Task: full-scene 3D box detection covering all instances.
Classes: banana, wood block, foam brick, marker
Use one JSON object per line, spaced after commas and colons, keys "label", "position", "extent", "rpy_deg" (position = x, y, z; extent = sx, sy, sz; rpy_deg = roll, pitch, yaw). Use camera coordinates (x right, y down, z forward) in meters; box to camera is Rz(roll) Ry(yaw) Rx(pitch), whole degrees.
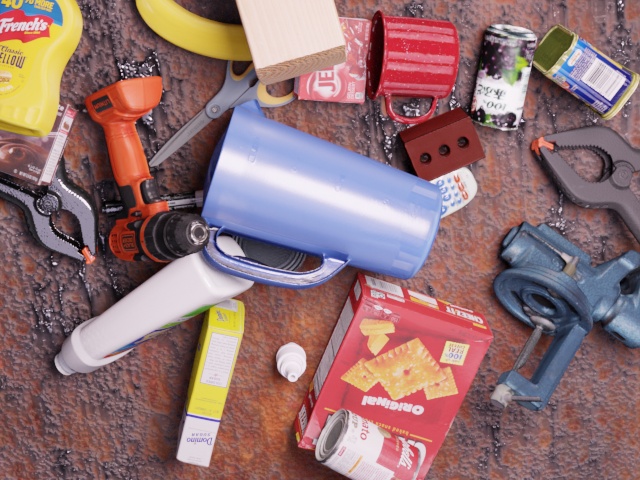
{"label": "banana", "position": [-0.112, -0.222, 1.103], "extent": [0.198, 0.037, 0.070], "rpy_deg": [21, 123, 0]}
{"label": "wood block", "position": [-0.045, -0.267, 1.039], "extent": [0.091, 0.090, 0.206], "rpy_deg": [-16, 88, 2]}
{"label": "foam brick", "position": [0.132, -0.105, 1.168], "extent": [0.078, 0.051, 0.053], "rpy_deg": [-24, 110, 5]}
{"label": "marker", "position": [-0.183, -0.041, 1.189], "extent": [0.121, 0.020, 0.020], "rpy_deg": [-7, 111, -1]}

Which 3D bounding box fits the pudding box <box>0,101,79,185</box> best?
{"label": "pudding box", "position": [-0.322, -0.116, 1.116], "extent": [0.113, 0.039, 0.090], "rpy_deg": [20, 91, 6]}

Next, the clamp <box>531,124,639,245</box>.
{"label": "clamp", "position": [0.339, -0.078, 1.189], "extent": [0.210, 0.036, 0.164], "rpy_deg": [28, 83, -4]}

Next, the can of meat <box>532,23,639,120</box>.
{"label": "can of meat", "position": [0.275, -0.180, 1.124], "extent": [0.084, 0.102, 0.057], "rpy_deg": [32, 105, -12]}

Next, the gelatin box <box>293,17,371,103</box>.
{"label": "gelatin box", "position": [0.012, -0.192, 1.131], "extent": [0.073, 0.030, 0.089], "rpy_deg": [2, 104, -13]}

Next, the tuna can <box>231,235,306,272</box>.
{"label": "tuna can", "position": [-0.058, 0.001, 1.205], "extent": [0.086, 0.034, 0.086], "rpy_deg": [-1, 110, -3]}

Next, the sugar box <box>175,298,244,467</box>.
{"label": "sugar box", "position": [-0.128, 0.160, 1.228], "extent": [0.048, 0.093, 0.176], "rpy_deg": [15, 108, -9]}

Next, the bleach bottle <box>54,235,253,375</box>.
{"label": "bleach bottle", "position": [-0.198, 0.084, 1.191], "extent": [0.251, 0.102, 0.068], "rpy_deg": [-31, 84, 26]}

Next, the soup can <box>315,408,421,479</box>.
{"label": "soup can", "position": [0.054, 0.242, 1.209], "extent": [0.102, 0.068, 0.068], "rpy_deg": [30, 106, -14]}

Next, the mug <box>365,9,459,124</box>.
{"label": "mug", "position": [0.095, -0.179, 1.113], "extent": [0.081, 0.093, 0.117], "rpy_deg": [2, 81, -10]}

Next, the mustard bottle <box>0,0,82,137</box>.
{"label": "mustard bottle", "position": [-0.293, -0.205, 1.075], "extent": [0.096, 0.058, 0.191], "rpy_deg": [14, 80, 12]}

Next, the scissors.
{"label": "scissors", "position": [-0.094, -0.139, 1.160], "extent": [0.096, 0.016, 0.202], "rpy_deg": [31, 106, -14]}

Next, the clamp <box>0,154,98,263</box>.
{"label": "clamp", "position": [-0.292, -0.054, 1.168], "extent": [0.120, 0.039, 0.171], "rpy_deg": [-39, 107, 14]}

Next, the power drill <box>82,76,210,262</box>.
{"label": "power drill", "position": [-0.180, -0.069, 1.095], "extent": [0.057, 0.185, 0.187], "rpy_deg": [-12, 94, -35]}

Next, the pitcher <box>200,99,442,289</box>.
{"label": "pitcher", "position": [-0.004, -0.033, 1.118], "extent": [0.242, 0.145, 0.149], "rpy_deg": [18, 115, -6]}

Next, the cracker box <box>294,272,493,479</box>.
{"label": "cracker box", "position": [0.083, 0.165, 1.255], "extent": [0.164, 0.072, 0.214], "rpy_deg": [19, 109, -10]}
